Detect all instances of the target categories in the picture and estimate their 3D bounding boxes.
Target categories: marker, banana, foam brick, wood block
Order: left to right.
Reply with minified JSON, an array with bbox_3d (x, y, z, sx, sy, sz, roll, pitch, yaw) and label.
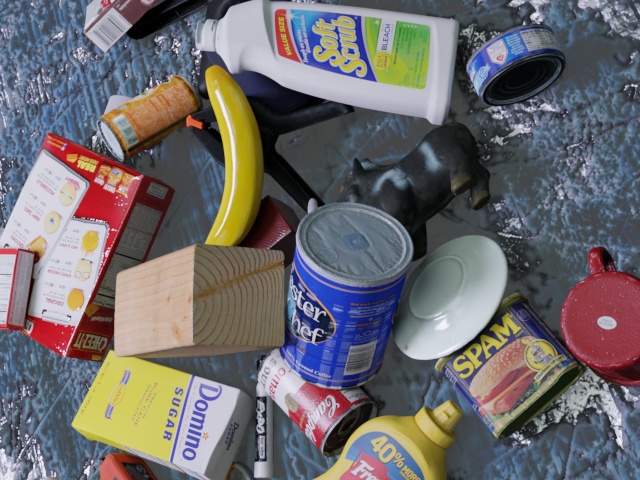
[{"bbox_3d":[-0.122,0.063,1.025,0.206,0.090,0.090,-17,70,59],"label":"wood block"},{"bbox_3d":[-0.089,-0.071,1.051,0.069,0.037,0.198,7,94,0],"label":"banana"},{"bbox_3d":[-0.057,0.001,1.087,0.078,0.051,0.053,-39,62,14],"label":"foam brick"},{"bbox_3d":[-0.055,0.174,1.061,0.020,0.020,0.121,-7,74,27],"label":"marker"}]

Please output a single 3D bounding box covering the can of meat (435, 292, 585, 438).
[{"bbox_3d":[0.167,0.111,0.936,0.102,0.057,0.084,-44,64,12],"label":"can of meat"}]

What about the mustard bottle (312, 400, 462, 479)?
[{"bbox_3d":[0.057,0.217,0.966,0.192,0.058,0.096,-47,71,10],"label":"mustard bottle"}]

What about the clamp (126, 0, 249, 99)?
[{"bbox_3d":[-0.127,-0.279,1.203,0.165,0.036,0.210,33,95,33],"label":"clamp"}]

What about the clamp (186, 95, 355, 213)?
[{"bbox_3d":[-0.054,-0.091,1.085,0.172,0.039,0.120,9,96,16],"label":"clamp"}]

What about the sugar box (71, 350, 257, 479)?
[{"bbox_3d":[-0.160,0.178,1.090,0.176,0.048,0.093,10,65,32],"label":"sugar box"}]

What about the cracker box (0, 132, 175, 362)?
[{"bbox_3d":[-0.274,0.006,1.192,0.164,0.072,0.214,23,90,32],"label":"cracker box"}]

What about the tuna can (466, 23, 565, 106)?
[{"bbox_3d":[0.180,-0.159,0.978,0.086,0.086,0.034,-28,68,20],"label":"tuna can"}]

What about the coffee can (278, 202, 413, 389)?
[{"bbox_3d":[0.021,0.051,0.964,0.103,0.102,0.140,41,140,30],"label":"coffee can"}]

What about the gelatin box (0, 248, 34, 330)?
[{"bbox_3d":[-0.354,0.053,1.168,0.073,0.030,0.089,-1,79,29],"label":"gelatin box"}]

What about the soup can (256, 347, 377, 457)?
[{"bbox_3d":[-0.004,0.146,1.013,0.102,0.068,0.068,43,99,30],"label":"soup can"}]

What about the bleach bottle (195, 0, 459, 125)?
[{"bbox_3d":[0.003,-0.178,1.033,0.251,0.068,0.102,7,79,4],"label":"bleach bottle"}]

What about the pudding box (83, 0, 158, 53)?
[{"bbox_3d":[-0.223,-0.280,1.232,0.113,0.039,0.090,-39,28,13],"label":"pudding box"}]
